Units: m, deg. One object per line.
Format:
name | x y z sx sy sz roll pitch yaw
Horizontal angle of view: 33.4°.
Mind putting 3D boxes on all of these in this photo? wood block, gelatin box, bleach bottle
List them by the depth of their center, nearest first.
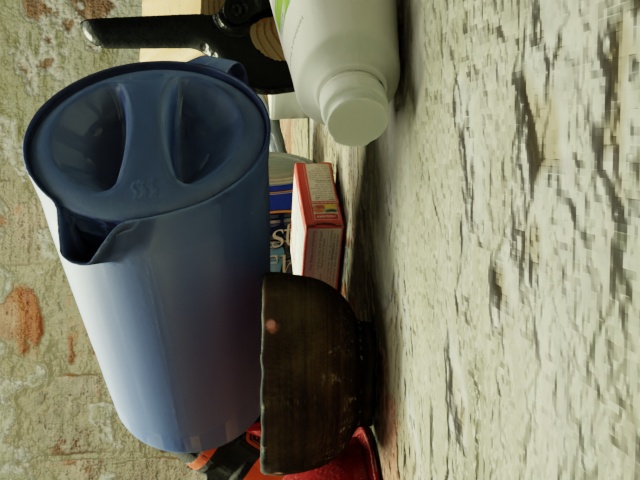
bleach bottle | 0.002 -0.138 0.566 0.103 0.068 0.251 95 169 -47
gelatin box | -0.003 0.000 0.770 0.073 0.030 0.089 -99 10 -49
wood block | -0.073 -0.169 0.811 0.206 0.090 0.090 -173 85 -69

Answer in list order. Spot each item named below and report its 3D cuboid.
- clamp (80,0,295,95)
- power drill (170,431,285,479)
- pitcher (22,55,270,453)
clamp | -0.064 -0.139 0.683 0.120 0.171 0.039 -53 1 4
power drill | -0.077 0.138 0.902 0.057 0.184 0.187 -49 14 19
pitcher | -0.086 0.015 0.661 0.243 0.149 0.145 88 156 -46
